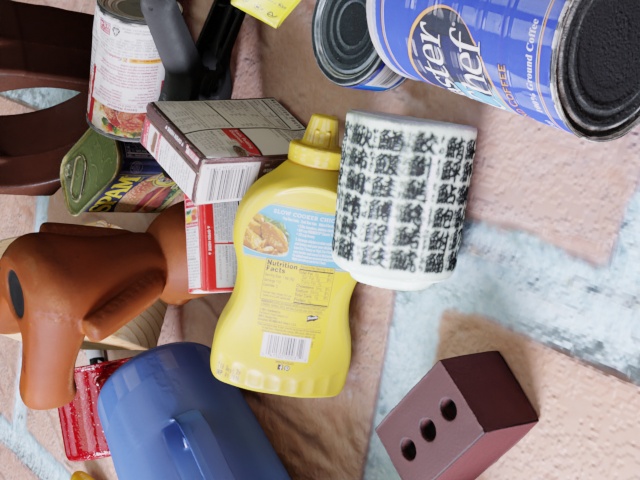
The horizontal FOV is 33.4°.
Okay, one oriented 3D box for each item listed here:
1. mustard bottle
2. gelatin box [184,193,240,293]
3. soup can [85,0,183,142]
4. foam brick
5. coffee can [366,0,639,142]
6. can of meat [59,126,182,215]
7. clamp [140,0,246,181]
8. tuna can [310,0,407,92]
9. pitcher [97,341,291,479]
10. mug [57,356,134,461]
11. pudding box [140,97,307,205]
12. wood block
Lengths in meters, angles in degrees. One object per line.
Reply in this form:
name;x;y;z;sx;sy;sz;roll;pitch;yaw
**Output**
mustard bottle;-0.014;0.008;0.731;0.058;0.096;0.192;-103;23;-76
gelatin box;-0.055;0.001;0.784;0.030;0.089;0.073;-7;85;52
soup can;-0.146;-0.138;0.837;0.069;0.068;0.102;45;135;40
foam brick;0.082;0.112;0.647;0.078;0.051;0.053;-54;52;36
coffee can;0.108;-0.121;0.572;0.140;0.102;0.103;30;113;46
can of meat;-0.164;-0.062;0.920;0.102;0.083;0.057;-36;64;45
clamp;-0.090;-0.135;0.827;0.036;0.164;0.210;24;135;14
tuna can;0.032;-0.144;0.719;0.086;0.033;0.086;1;91;51
pitcher;-0.080;0.189;0.786;0.149;0.144;0.243;-49;51;21
mug;-0.189;0.149;0.946;0.117;0.093;0.081;157;104;-70
pudding box;-0.060;-0.067;0.770;0.090;0.113;0.039;45;129;41
wood block;-0.228;0.046;0.978;0.207;0.090;0.091;-7;63;51
